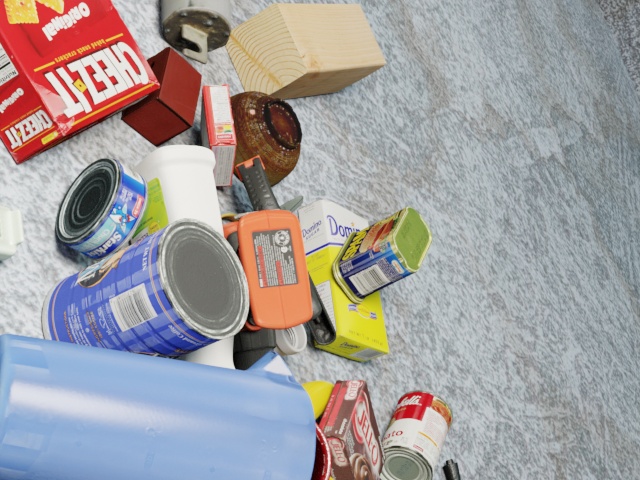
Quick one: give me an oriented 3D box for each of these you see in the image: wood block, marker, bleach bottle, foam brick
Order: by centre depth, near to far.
[{"bbox_3d":[-0.117,0.048,0.961,0.067,0.103,0.251,0,68,-40],"label":"bleach bottle"},{"bbox_3d":[-0.159,-0.146,1.078,0.051,0.053,0.078,39,39,-36],"label":"foam brick"},{"bbox_3d":[0.171,0.323,1.284,0.020,0.020,0.121,8,62,-54],"label":"marker"},{"bbox_3d":[-0.015,-0.233,1.318,0.205,0.090,0.091,-21,87,-58],"label":"wood block"}]

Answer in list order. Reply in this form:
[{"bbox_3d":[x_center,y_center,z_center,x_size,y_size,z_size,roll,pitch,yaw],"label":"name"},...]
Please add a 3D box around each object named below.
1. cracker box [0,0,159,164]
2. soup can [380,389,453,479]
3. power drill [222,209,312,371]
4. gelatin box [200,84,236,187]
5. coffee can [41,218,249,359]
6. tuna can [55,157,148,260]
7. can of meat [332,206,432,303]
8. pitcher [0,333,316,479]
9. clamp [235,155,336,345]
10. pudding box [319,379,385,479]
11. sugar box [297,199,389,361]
[{"bbox_3d":[-0.255,-0.197,0.950,0.213,0.072,0.164,60,32,-10],"label":"cracker box"},{"bbox_3d":[0.106,0.227,1.206,0.068,0.069,0.102,55,34,-16],"label":"soup can"},{"bbox_3d":[-0.058,0.058,0.987,0.057,0.188,0.184,-8,79,-17],"label":"power drill"},{"bbox_3d":[-0.106,-0.107,1.105,0.030,0.089,0.073,-4,63,-10],"label":"gelatin box"},{"bbox_3d":[-0.144,0.054,0.879,0.102,0.141,0.103,34,43,-40],"label":"coffee can"},{"bbox_3d":[-0.189,-0.028,0.921,0.033,0.086,0.086,33,44,-38],"label":"tuna can"},{"bbox_3d":[0.071,0.014,1.196,0.057,0.084,0.102,54,32,-14],"label":"can of meat"},{"bbox_3d":[-0.137,0.155,0.792,0.242,0.145,0.149,16,36,-26],"label":"pitcher"},{"bbox_3d":[-0.036,0.012,1.111,0.164,0.036,0.210,68,-2,-68],"label":"clamp"},{"bbox_3d":[0.032,0.213,1.097,0.090,0.039,0.113,-63,146,-52],"label":"pudding box"},{"bbox_3d":[0.026,0.045,1.232,0.093,0.048,0.176,25,51,-47],"label":"sugar box"}]
